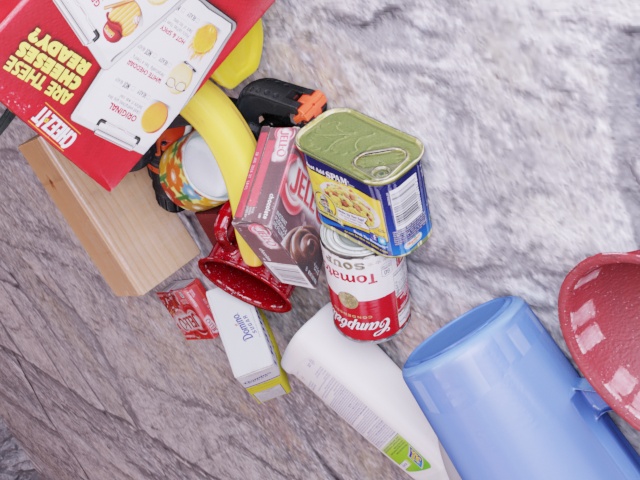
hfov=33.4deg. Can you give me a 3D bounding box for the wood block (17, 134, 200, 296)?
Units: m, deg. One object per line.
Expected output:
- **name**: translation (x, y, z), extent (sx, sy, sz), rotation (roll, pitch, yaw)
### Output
- **wood block**: translation (-0.238, -0.045, 1.207), extent (0.091, 0.090, 0.206), rotation (-4, 120, 60)

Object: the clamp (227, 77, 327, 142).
- **clamp**: translation (-0.042, -0.088, 0.906), extent (0.120, 0.039, 0.172), rotation (46, 157, -27)

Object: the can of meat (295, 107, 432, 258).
- **can of meat**: translation (0.036, -0.043, 0.818), extent (0.102, 0.057, 0.084), rotation (29, 148, 38)

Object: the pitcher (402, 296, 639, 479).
- **pitcher**: translation (0.175, 0.162, 0.789), extent (0.243, 0.149, 0.145), rotation (57, 168, -2)

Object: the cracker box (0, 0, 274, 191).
- **cracker box**: translation (-0.132, -0.163, 0.710), extent (0.072, 0.213, 0.164), rotation (36, 174, 34)

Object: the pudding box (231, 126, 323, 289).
- **pudding box**: translation (-0.025, -0.025, 0.857), extent (0.039, 0.090, 0.113), rotation (7, 155, 21)

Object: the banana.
- **banana**: translation (-0.085, -0.073, 0.874), extent (0.198, 0.070, 0.037), rotation (55, -165, -12)

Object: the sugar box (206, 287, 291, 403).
- **sugar box**: translation (-0.070, 0.106, 1.088), extent (0.176, 0.048, 0.093), rotation (84, 166, -74)

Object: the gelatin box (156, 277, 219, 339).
- **gelatin box**: translation (-0.156, 0.085, 1.301), extent (0.073, 0.030, 0.089), rotation (58, 153, -12)

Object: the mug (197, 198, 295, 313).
- **mug**: translation (-0.056, 0.001, 0.952), extent (0.093, 0.081, 0.117), rotation (11, 155, 37)

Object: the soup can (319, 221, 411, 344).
- **soup can**: translation (0.038, 0.027, 0.886), extent (0.069, 0.068, 0.102), rotation (31, 146, 36)

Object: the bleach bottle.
- **bleach bottle**: translation (0.075, 0.173, 1.015), extent (0.251, 0.068, 0.103), rotation (44, 156, 10)
